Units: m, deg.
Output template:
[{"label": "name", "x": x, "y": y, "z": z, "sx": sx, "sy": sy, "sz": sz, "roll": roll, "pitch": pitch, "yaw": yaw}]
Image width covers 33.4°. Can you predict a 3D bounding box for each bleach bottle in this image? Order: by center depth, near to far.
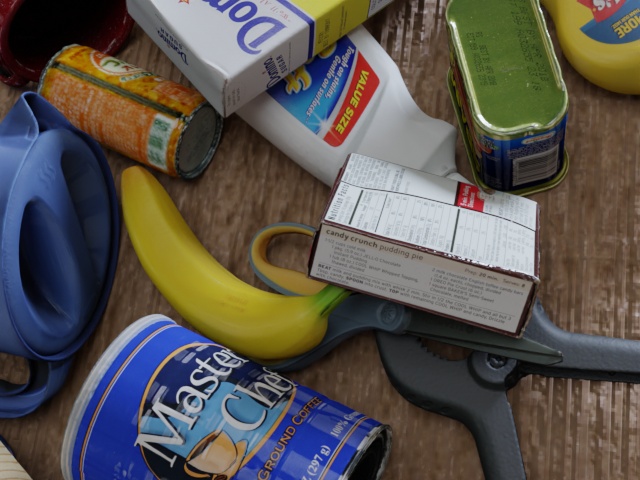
[{"label": "bleach bottle", "x": -0.001, "y": -0.101, "z": 0.646, "sx": 0.251, "sy": 0.068, "sz": 0.102, "roll": 42, "pitch": 79, "yaw": 18}]

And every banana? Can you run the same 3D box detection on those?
[{"label": "banana", "x": -0.059, "y": 0.019, "z": 0.610, "sx": 0.198, "sy": 0.037, "sz": 0.069, "roll": 27, "pitch": 94, "yaw": 38}]

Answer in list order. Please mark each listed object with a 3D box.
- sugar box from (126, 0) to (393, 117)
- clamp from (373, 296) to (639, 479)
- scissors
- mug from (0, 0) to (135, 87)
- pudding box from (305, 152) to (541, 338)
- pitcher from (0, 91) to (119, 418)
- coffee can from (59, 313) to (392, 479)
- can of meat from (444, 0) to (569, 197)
[{"label": "sugar box", "x": -0.015, "y": -0.157, "z": 0.611, "sx": 0.176, "sy": 0.048, "sz": 0.093, "roll": -37, "pitch": 73, "yaw": -19}, {"label": "clamp", "x": 0.094, "y": 0.079, "z": 0.575, "sx": 0.210, "sy": 0.036, "sz": 0.164, "roll": 34, "pitch": 79, "yaw": 22}, {"label": "scissors", "x": 0.025, "y": 0.055, "z": 0.577, "sx": 0.202, "sy": 0.016, "sz": 0.096, "roll": 31, "pitch": 94, "yaw": 36}, {"label": "mug", "x": -0.184, "y": -0.154, "z": 0.693, "sx": 0.081, "sy": 0.093, "sz": 0.117, "roll": 53, "pitch": 123, "yaw": 27}, {"label": "pudding box", "x": 0.056, "y": 0.000, "z": 0.552, "sx": 0.113, "sy": 0.039, "sz": 0.090, "roll": 14, "pitch": 30, "yaw": 5}, {"label": "pitcher", "x": -0.251, "y": 0.005, "z": 0.628, "sx": 0.243, "sy": 0.145, "sz": 0.149, "roll": 3, "pitch": 59, "yaw": 16}, {"label": "coffee can", "x": -0.047, "y": 0.113, "z": 0.555, "sx": 0.140, "sy": 0.103, "sz": 0.102, "roll": 24, "pitch": 76, "yaw": 17}, {"label": "can of meat", "x": 0.106, "y": -0.086, "z": 0.608, "sx": 0.057, "sy": 0.084, "sz": 0.102, "roll": -14, "pitch": 69, "yaw": 5}]
